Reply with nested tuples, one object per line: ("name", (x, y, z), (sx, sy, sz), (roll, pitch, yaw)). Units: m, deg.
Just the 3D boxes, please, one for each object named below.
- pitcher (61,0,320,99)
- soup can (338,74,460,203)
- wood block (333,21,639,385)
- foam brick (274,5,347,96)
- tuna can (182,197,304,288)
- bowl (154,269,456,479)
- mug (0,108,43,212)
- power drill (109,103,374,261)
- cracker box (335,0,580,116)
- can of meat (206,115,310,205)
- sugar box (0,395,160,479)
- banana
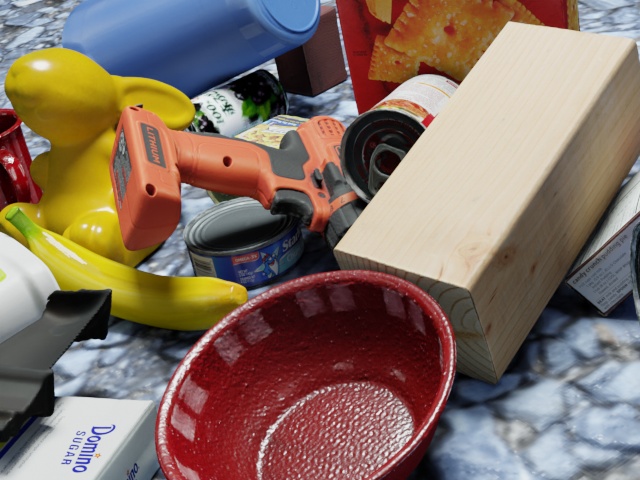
("pitcher", (-0.116, -0.206, 1.017), (0.243, 0.144, 0.149), (-14, 57, 38))
("soup can", (0.062, -0.069, 0.723), (0.069, 0.068, 0.102), (1, 21, 23))
("wood block", (0.110, -0.029, 0.643), (0.091, 0.090, 0.205), (17, 57, 35))
("foam brick", (-0.013, -0.192, 1.076), (0.052, 0.078, 0.051), (-32, 35, -33))
("tuna can", (-0.055, 0.001, 0.780), (0.086, 0.034, 0.086), (-10, 28, 5))
("bowl", (-0.001, 0.090, 0.549), (0.162, 0.055, 0.162), (-17, 37, 13))
("mug", (-0.287, -0.058, 0.933), (0.117, 0.081, 0.093), (17, 39, 43))
("power drill", (-0.040, -0.025, 0.713), (0.187, 0.057, 0.184), (6, 37, -25))
("cracker box", (0.104, -0.136, 0.777), (0.164, 0.214, 0.072), (1, 32, 23))
("can of meat", (-0.033, -0.060, 0.862), (0.083, 0.057, 0.102), (-31, 33, -35))
("sugar box", (-0.184, 0.126, 0.590), (0.176, 0.048, 0.093), (3, 28, 20))
("banana", (-0.129, 0.030, 0.723), (0.198, 0.069, 0.037), (16, 65, 24))
